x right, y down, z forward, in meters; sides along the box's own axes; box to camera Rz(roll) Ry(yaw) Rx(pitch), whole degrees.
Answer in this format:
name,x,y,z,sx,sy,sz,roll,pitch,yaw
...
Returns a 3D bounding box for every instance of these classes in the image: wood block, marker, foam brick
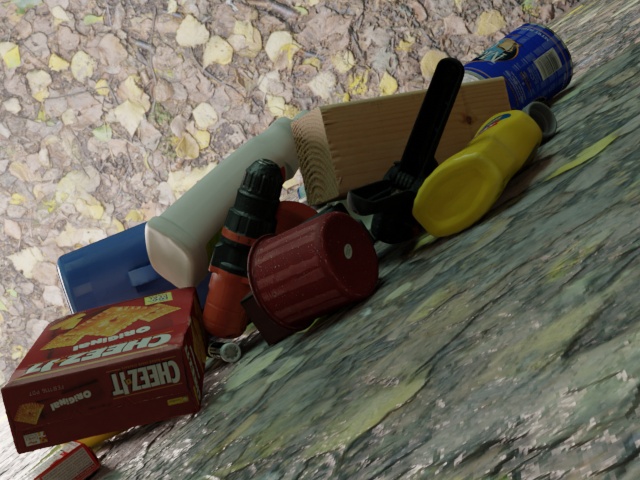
name,x,y,z,sx,sy,sz,roll,pitch,yaw
wood block,0.087,-0.100,1.085,0.205,0.091,0.090,-12,-1,-21
marker,-0.102,0.113,1.096,0.020,0.020,0.121,-36,6,-15
foam brick,-0.031,0.054,1.017,0.051,0.053,0.078,-32,6,26

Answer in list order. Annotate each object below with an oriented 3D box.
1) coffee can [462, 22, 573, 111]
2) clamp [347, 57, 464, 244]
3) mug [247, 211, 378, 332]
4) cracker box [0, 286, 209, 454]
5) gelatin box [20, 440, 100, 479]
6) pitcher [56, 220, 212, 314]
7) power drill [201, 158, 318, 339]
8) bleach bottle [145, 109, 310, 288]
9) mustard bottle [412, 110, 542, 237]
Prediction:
name,x,y,z,sx,sy,sz,roll,pitch,yaw
coffee can,0.237,-0.200,1.357,0.140,0.103,0.103,-37,6,-27
clamp,0.071,-0.047,0.960,0.164,0.036,0.210,-52,-17,-25
mug,0.005,0.027,0.944,0.082,0.093,0.117,-24,-26,36
cracker box,-0.195,0.115,1.014,0.164,0.072,0.214,-14,11,0
gelatin box,-0.248,0.221,0.976,0.089,0.030,0.073,-36,5,-21
pitcher,-0.182,0.031,1.266,0.242,0.145,0.149,-20,-42,-11
power drill,-0.057,0.001,1.118,0.187,0.057,0.184,-17,-54,-71
bleach bottle,-0.084,-0.061,1.162,0.250,0.068,0.103,-49,-16,-28
mustard bottle,0.157,-0.074,0.988,0.096,0.058,0.191,-46,-3,37
